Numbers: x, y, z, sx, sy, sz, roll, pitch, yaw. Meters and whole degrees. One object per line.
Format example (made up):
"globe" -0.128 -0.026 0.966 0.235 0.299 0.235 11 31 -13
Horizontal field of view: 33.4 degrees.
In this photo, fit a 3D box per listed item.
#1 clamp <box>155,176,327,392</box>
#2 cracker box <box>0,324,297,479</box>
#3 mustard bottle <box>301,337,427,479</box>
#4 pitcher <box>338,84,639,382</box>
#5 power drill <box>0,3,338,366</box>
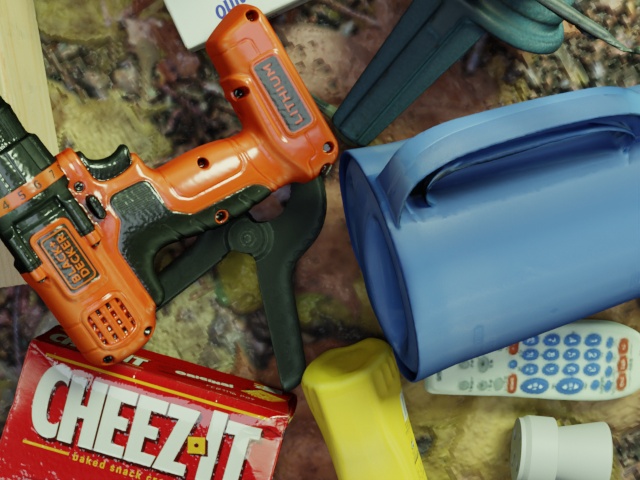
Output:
"clamp" -0.054 0.001 0.663 0.120 0.039 0.171 11 91 -4
"cracker box" -0.122 0.179 0.656 0.164 0.072 0.214 16 94 0
"mustard bottle" 0.044 0.161 0.650 0.058 0.096 0.191 -17 96 5
"pitcher" 0.139 -0.022 0.591 0.242 0.149 0.145 -17 104 -7
"power drill" -0.099 -0.051 0.586 0.187 0.057 0.184 -34 106 -12
